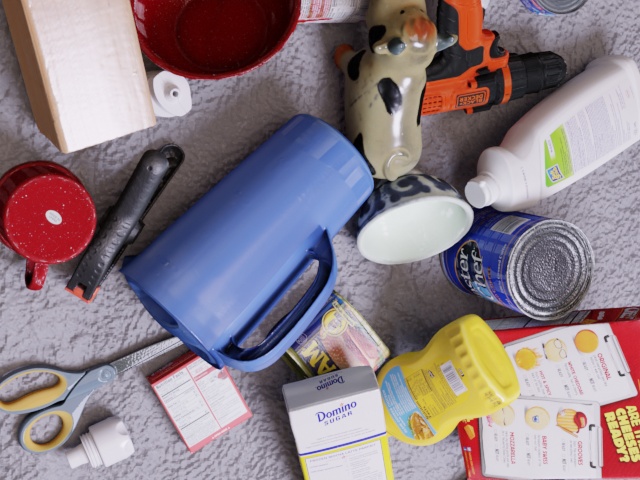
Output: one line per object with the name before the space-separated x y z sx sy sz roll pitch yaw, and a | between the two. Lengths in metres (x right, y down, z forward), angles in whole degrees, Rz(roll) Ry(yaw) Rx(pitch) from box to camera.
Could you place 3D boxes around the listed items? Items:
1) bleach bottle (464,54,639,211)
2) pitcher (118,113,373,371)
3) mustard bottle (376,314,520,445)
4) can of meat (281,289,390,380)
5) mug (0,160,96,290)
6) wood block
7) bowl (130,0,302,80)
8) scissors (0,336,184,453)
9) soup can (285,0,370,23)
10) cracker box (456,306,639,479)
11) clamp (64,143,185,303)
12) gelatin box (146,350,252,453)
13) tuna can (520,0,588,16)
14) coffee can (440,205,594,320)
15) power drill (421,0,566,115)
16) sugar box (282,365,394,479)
bleach bottle | 0.243 -0.106 1.118 0.250 0.068 0.102 -30 109 -31
pitcher | -0.057 0.001 1.014 0.242 0.145 0.149 -46 104 -13
mustard bottle | 0.109 0.157 1.092 0.058 0.192 0.096 -19 76 -48
can of meat | 0.011 0.112 1.102 0.084 0.058 0.102 -43 111 -13
mug | -0.252 -0.012 0.967 0.093 0.082 0.117 11 94 -22
wood block | -0.217 -0.192 0.919 0.090 0.091 0.206 -21 120 -22
bowl | -0.096 -0.209 0.989 0.162 0.055 0.162 -1 71 3
scissors | -0.216 0.149 1.041 0.201 0.016 0.096 -8 102 -20
soup can | 0.005 -0.245 1.039 0.102 0.069 0.068 -6 100 -21
cracker box | 0.245 0.158 1.096 0.072 0.214 0.164 -27 107 -62
clamp | -0.180 -0.022 0.998 0.039 0.120 0.172 37 106 1
gelatin box | -0.122 0.156 1.071 0.073 0.030 0.089 -31 107 -13
tuna can | 0.251 -0.285 1.147 0.086 0.034 0.086 -3 99 -21
coffee can | 0.202 0.020 1.115 0.102 0.140 0.103 -3 99 -21
power drill | 0.174 -0.211 1.066 0.184 0.057 0.188 -13 138 -13
sugar box | 0.022 0.208 1.082 0.093 0.048 0.176 -13 125 -5
